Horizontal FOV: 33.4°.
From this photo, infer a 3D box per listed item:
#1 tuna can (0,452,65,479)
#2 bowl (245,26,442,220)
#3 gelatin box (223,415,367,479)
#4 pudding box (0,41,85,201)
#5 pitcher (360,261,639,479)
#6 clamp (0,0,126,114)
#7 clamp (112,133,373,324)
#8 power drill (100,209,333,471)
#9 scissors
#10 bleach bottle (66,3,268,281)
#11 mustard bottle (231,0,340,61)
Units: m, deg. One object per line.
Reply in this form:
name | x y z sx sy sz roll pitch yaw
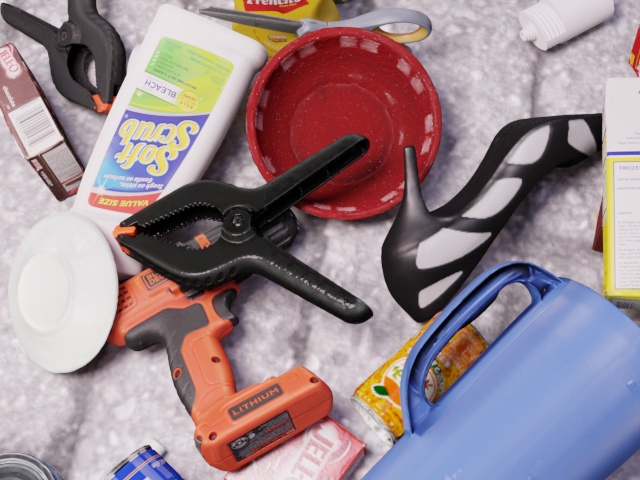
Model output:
tuna can | -0.236 0.207 0.819 0.086 0.034 0.086 -2 67 4
bowl | 0.019 -0.095 0.900 0.162 0.055 0.162 0 85 -1
gelatin box | -0.018 0.172 0.819 0.073 0.030 0.089 35 74 17
pudding box | -0.245 -0.101 0.918 0.039 0.090 0.113 -27 69 -5
pitcher | 0.126 0.142 0.767 0.242 0.145 0.149 -41 50 -9
clamp | -0.230 -0.182 0.970 0.120 0.039 0.171 -28 73 33
clamp | -0.055 0.001 0.826 0.210 0.036 0.164 -9 59 3
power drill | -0.066 0.071 0.835 0.184 0.057 0.188 -31 54 -7
scissors | 0.009 -0.182 0.890 0.201 0.096 0.016 13 64 -36
bleach bottle | -0.138 -0.062 0.888 0.102 0.068 0.251 23 88 0
mustard bottle | -0.036 -0.221 0.896 0.096 0.191 0.058 12 69 9
